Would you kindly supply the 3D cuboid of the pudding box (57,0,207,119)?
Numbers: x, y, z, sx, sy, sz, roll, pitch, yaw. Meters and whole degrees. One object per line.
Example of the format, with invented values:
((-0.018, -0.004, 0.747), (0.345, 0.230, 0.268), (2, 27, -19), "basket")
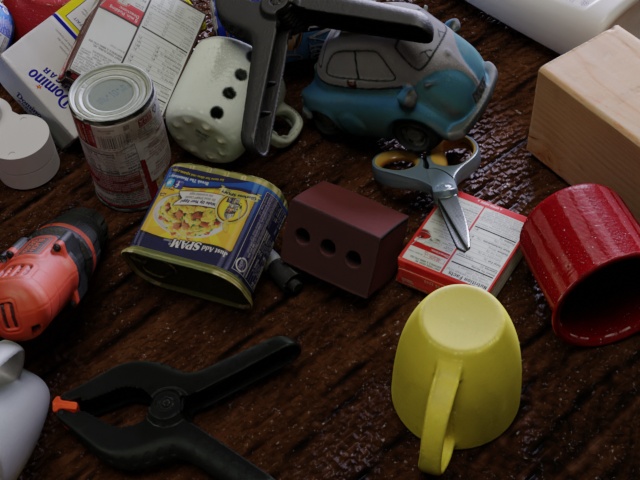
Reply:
((-0.157, -0.163, 0.899), (0.090, 0.039, 0.113), (28, 70, -21), "pudding box")

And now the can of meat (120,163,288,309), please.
((-0.083, -0.006, 0.792), (0.102, 0.057, 0.084), (13, 66, 23), "can of meat")

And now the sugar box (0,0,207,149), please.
((-0.190, -0.169, 0.931), (0.093, 0.048, 0.176), (50, 63, -12), "sugar box")

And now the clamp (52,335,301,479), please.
((-0.095, 0.125, 0.715), (0.171, 0.039, 0.120), (-9, 46, 5), "clamp")

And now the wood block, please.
((0.263, -0.060, 0.804), (0.090, 0.091, 0.206), (-30, 54, -20), "wood block")

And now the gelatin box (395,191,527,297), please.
((0.108, 0.008, 0.798), (0.073, 0.030, 0.089), (23, 53, 21), "gelatin box")

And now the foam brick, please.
((0.017, -0.002, 0.790), (0.078, 0.053, 0.051), (23, 31, 22), "foam brick")

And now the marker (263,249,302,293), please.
((-0.055, 0.001, 0.825), (0.020, 0.020, 0.121), (-34, 57, -22), "marker")

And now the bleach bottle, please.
((0.182, -0.247, 0.983), (0.102, 0.068, 0.251), (-37, 55, -24), "bleach bottle")

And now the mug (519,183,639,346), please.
((0.203, 0.013, 0.754), (0.117, 0.093, 0.081), (-6, 45, -14), "mug")

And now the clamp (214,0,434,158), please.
((-0.032, -0.168, 0.831), (0.164, 0.036, 0.210), (-39, 57, 0), "clamp")

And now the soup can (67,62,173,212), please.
((-0.156, -0.081, 0.846), (0.068, 0.102, 0.068), (-2, 51, 3), "soup can")

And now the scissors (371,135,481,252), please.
((0.075, -0.036, 0.802), (0.096, 0.016, 0.201), (-4, 26, 17), "scissors")

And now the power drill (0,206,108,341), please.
((-0.256, 0.026, 0.769), (0.188, 0.057, 0.184), (-10, 17, 8), "power drill")
